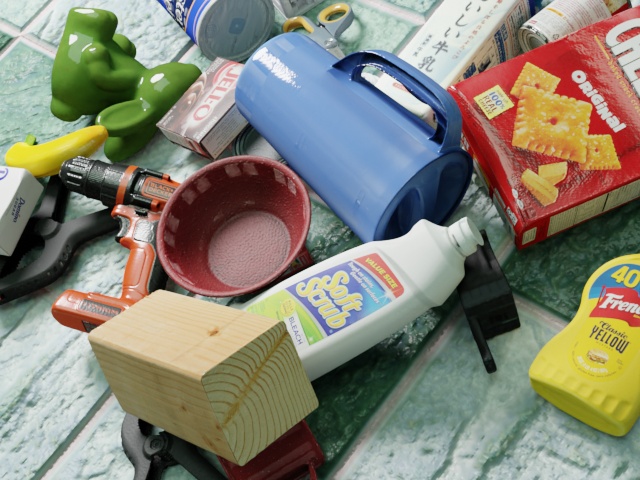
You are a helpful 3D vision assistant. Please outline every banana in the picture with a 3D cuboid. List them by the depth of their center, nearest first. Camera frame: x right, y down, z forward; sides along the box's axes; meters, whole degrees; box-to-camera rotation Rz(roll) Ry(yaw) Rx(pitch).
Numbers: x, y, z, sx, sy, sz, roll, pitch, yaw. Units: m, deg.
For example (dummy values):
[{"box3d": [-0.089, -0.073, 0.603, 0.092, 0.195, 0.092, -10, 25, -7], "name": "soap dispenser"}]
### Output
[{"box3d": [-0.314, -0.102, 1.221, 0.198, 0.037, 0.069, 4, 61, 49], "name": "banana"}]

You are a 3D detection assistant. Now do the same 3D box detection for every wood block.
[{"box3d": [-0.109, 0.113, 0.941, 0.090, 0.090, 0.206, -33, 24, -30], "name": "wood block"}]

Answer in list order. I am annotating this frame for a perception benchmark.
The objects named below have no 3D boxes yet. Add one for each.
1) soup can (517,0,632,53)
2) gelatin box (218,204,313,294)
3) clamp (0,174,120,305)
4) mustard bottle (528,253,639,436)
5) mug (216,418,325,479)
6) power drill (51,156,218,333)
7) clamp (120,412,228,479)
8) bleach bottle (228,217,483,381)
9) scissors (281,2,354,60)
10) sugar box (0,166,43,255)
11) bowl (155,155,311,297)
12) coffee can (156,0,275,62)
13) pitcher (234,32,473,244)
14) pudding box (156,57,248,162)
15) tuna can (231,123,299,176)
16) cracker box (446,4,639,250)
[{"box3d": [0.268, -0.228, 1.124, 0.102, 0.068, 0.069, -38, 55, -6], "name": "soup can"}, {"box3d": [-0.057, 0.001, 1.113, 0.073, 0.030, 0.089, -27, 54, 1], "name": "gelatin box"}, {"box3d": [-0.305, -0.014, 1.205, 0.209, 0.036, 0.165, -43, 54, -15], "name": "clamp"}, {"box3d": [0.272, 0.070, 0.938, 0.096, 0.058, 0.191, 28, 71, 30], "name": "mustard bottle"}, {"box3d": [-0.044, 0.191, 0.951, 0.081, 0.093, 0.117, -30, 47, -7], "name": "mug"}, {"box3d": [-0.213, 0.007, 1.123, 0.184, 0.057, 0.187, 16, 68, 7], "name": "power drill"}, {"box3d": [-0.138, 0.201, 1.009, 0.120, 0.039, 0.171, -13, 55, 6], "name": "clamp"}, {"box3d": [0.034, 0.048, 0.984, 0.251, 0.068, 0.102, -32, 59, 20], "name": "bleach bottle"}, {"box3d": [0.024, -0.230, 1.208, 0.096, 0.016, 0.202, -33, 36, -15], "name": "scissors"}, {"box3d": [-0.405, -0.041, 1.187, 0.176, 0.048, 0.093, 6, 61, 25], "name": "sugar box"}, {"box3d": [-0.080, -0.004, 1.071, 0.162, 0.055, 0.162, -8, 59, 13], "name": "bowl"}, {"box3d": [-0.133, -0.292, 1.282, 0.102, 0.102, 0.140, -36, 54, -6], "name": "coffee can"}, {"box3d": [0.030, -0.110, 1.063, 0.149, 0.145, 0.243, -43, 64, -6], "name": "pitcher"}, {"box3d": [-0.116, -0.148, 1.192, 0.090, 0.039, 0.113, 25, 72, 48], "name": "pudding box"}, {"box3d": [-0.052, -0.102, 1.175, 0.086, 0.033, 0.086, -9, 56, 14], "name": "tuna can"}, {"box3d": [0.250, -0.111, 1.024, 0.213, 0.072, 0.164, -24, 70, -1], "name": "cracker box"}]
